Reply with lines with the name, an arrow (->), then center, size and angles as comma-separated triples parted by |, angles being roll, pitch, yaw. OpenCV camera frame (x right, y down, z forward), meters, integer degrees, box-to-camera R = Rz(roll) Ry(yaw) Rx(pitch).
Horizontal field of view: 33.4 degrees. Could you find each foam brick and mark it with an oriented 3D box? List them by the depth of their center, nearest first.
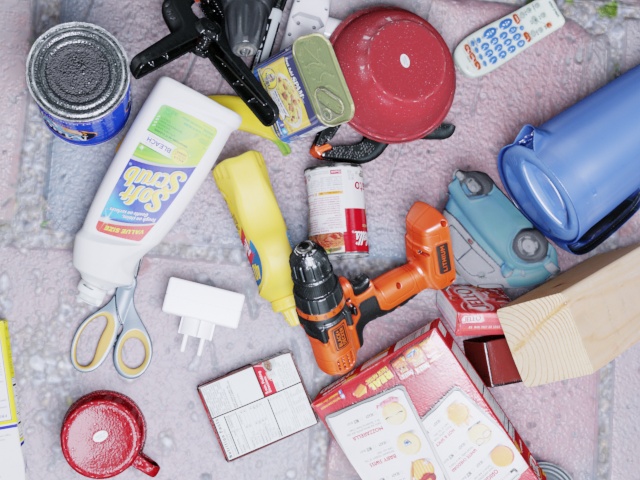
foam brick -> 0.199, 0.133, 1.195 | 0.051, 0.078, 0.053 | -10, 88, -10

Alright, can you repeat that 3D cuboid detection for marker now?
marker -> -0.060, -0.233, 1.219 | 0.020, 0.020, 0.121 | 17, 82, -7

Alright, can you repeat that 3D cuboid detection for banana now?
banana -> -0.130, -0.127, 1.189 | 0.197, 0.037, 0.069 | -2, 85, -9

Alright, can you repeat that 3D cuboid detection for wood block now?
wood block -> 0.296, 0.076, 1.159 | 0.205, 0.091, 0.090 | -21, 90, -43

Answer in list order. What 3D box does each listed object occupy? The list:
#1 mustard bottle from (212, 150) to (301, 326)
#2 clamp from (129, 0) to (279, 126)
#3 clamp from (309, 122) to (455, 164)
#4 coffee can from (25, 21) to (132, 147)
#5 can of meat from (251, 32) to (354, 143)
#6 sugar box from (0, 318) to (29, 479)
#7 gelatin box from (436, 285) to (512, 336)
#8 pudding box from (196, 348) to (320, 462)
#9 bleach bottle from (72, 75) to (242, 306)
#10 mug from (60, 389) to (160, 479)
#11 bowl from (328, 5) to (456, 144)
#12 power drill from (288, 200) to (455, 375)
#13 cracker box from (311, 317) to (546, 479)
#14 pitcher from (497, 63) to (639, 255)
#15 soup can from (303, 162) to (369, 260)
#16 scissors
mustard bottle -> -0.058, 0.002, 1.158 | 0.058, 0.096, 0.191 | -21, 88, -11
clamp -> -0.116, -0.210, 1.145 | 0.164, 0.036, 0.210 | 23, 40, -22
clamp -> 0.070, -0.132, 1.221 | 0.171, 0.039, 0.120 | -39, 88, -11
coffee can -> -0.250, -0.160, 1.121 | 0.102, 0.140, 0.103 | 1, 84, -9
can of meat -> -0.021, -0.163, 1.167 | 0.057, 0.084, 0.102 | -24, 94, -41
sugar box -> -0.365, 0.175, 1.122 | 0.093, 0.048, 0.176 | -7, 90, -10
gelatin box -> 0.175, 0.076, 1.190 | 0.073, 0.089, 0.030 | 0, 108, -8
pudding box -> -0.068, 0.180, 1.170 | 0.113, 0.039, 0.090 | -21, 89, -8
bleach bottle -> -0.184, -0.043, 1.137 | 0.102, 0.068, 0.251 | 27, 91, -10
mug -> -0.219, 0.213, 1.121 | 0.117, 0.081, 0.093 | 38, 80, -4
bowl -> 0.087, -0.191, 1.185 | 0.162, 0.055, 0.162 | 2, 82, -16
power drill -> 0.054, 0.036, 1.140 | 0.187, 0.184, 0.057 | -32, 46, -19
cracker box -> 0.118, 0.215, 1.154 | 0.164, 0.072, 0.213 | -34, 91, 14
pitcher -> 0.336, -0.104, 1.222 | 0.242, 0.149, 0.145 | -34, 76, -13
soup can -> 0.017, -0.031, 1.187 | 0.068, 0.068, 0.102 | -3, 85, -9
scissors -> -0.198, 0.064, 1.172 | 0.096, 0.016, 0.201 | 33, 81, -5
